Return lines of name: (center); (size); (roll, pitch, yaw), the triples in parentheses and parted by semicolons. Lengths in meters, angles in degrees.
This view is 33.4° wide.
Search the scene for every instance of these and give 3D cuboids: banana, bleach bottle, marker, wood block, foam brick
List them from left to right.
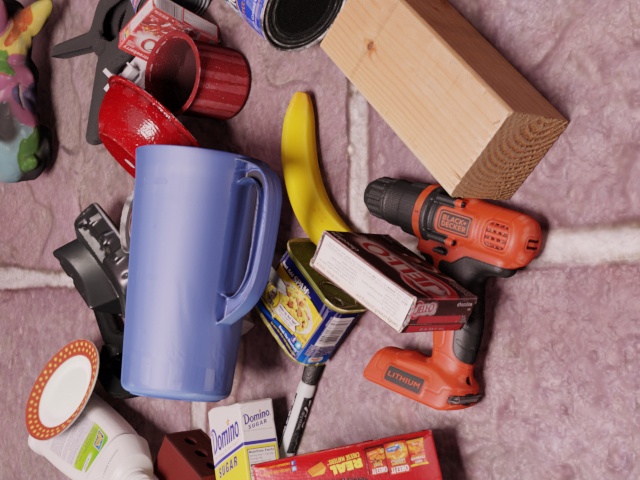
bleach bottle: (-0.259, 0.247, 1.237); (0.251, 0.068, 0.102); (22, 90, 55)
foam brick: (-0.138, 0.253, 1.172); (0.078, 0.052, 0.051); (38, 114, 37)
marker: (-0.022, 0.173, 1.086); (0.020, 0.020, 0.121); (30, 109, 40)
banana: (-0.002, -0.055, 1.067); (0.070, 0.037, 0.198); (-33, 67, 17)
wood block: (0.103, -0.137, 0.930); (0.206, 0.090, 0.091); (53, 123, 31)

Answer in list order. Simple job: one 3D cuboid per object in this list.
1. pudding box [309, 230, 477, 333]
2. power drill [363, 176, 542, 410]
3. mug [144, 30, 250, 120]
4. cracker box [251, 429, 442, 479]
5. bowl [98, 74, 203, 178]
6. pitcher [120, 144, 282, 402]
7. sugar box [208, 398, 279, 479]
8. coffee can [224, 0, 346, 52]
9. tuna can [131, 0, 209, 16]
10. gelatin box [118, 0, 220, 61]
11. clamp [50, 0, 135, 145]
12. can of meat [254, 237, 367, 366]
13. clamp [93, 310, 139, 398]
pudding box: (0.061, 0.034, 0.887); (0.114, 0.089, 0.039); (34, 109, 36)
power drill: (0.096, 0.044, 0.952); (0.185, 0.057, 0.188); (20, 102, 42)
mug: (-0.139, -0.172, 1.167); (0.117, 0.081, 0.093); (-18, 76, 42)
cracker box: (0.040, 0.287, 0.936); (0.164, 0.072, 0.214); (-12, 77, 2)
bowl: (-0.189, -0.102, 1.159); (0.055, 0.162, 0.162); (-47, 48, -14)
pitcher: (-0.120, 0.032, 1.036); (0.149, 0.145, 0.243); (141, 135, -83)
sugar box: (-0.074, 0.255, 1.099); (0.093, 0.048, 0.176); (-28, 70, 60)
coffee can: (-0.053, -0.269, 1.074); (0.140, 0.102, 0.103); (48, 119, 34)
tuna can: (-0.170, -0.275, 1.198); (0.086, 0.085, 0.034); (-39, 61, 36)
gelatin box: (-0.168, -0.226, 1.191); (0.073, 0.089, 0.030); (-38, 43, 36)
clamp: (-0.261, -0.231, 1.316); (0.210, 0.036, 0.164); (-40, 63, 39)
can of meat: (-0.011, 0.062, 1.055); (0.102, 0.057, 0.084); (53, 125, 32)
clamp: (-0.256, 0.147, 1.288); (0.172, 0.039, 0.120); (37, 104, 38)
